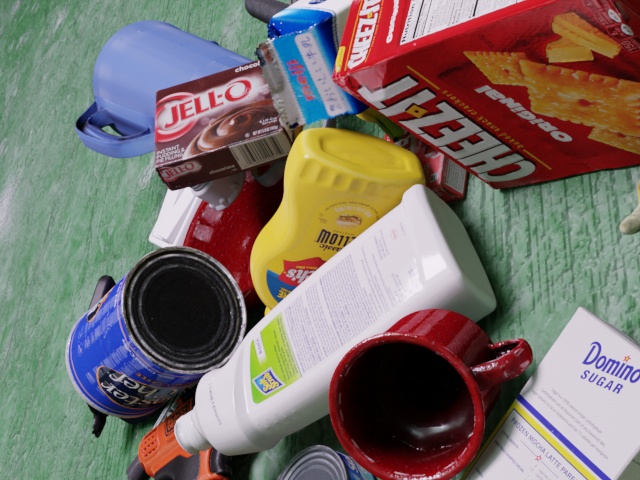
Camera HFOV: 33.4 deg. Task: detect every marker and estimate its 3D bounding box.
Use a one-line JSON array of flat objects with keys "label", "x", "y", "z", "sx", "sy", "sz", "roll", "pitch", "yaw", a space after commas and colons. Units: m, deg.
[{"label": "marker", "x": -0.140, "y": 0.168, "z": 0.962, "sx": 0.121, "sy": 0.020, "sz": 0.020, "roll": -58, "pitch": 33, "yaw": 7}]

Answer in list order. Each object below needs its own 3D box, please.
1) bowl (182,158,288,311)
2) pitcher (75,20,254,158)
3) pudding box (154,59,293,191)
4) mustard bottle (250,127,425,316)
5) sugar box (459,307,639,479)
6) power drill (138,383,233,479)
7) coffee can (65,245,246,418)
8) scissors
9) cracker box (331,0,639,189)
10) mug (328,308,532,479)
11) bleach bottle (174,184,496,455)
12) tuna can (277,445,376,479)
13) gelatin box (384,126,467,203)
[{"label": "bowl", "x": -0.056, "y": 0.001, "z": 0.930, "sx": 0.162, "sy": 0.055, "sz": 0.162, "roll": -34, "pitch": 43, "yaw": 37}, {"label": "pitcher", "x": -0.135, "y": -0.135, "z": 1.068, "sx": 0.243, "sy": 0.144, "sz": 0.149, "roll": 29, "pitch": 101, "yaw": 55}, {"label": "pudding box", "x": -0.080, "y": -0.097, "z": 0.878, "sx": 0.113, "sy": 0.039, "sz": 0.090, "roll": -14, "pitch": 52, "yaw": 10}, {"label": "mustard bottle", "x": 0.000, "y": 0.008, "z": 0.799, "sx": 0.058, "sy": 0.096, "sz": 0.192, "roll": -100, "pitch": 27, "yaw": -47}, {"label": "sugar box", "x": 0.130, "y": 0.134, "z": 0.587, "sx": 0.176, "sy": 0.048, "sz": 0.093, "roll": -54, "pitch": 32, "yaw": 7}, {"label": "power drill", "x": -0.074, "y": 0.189, "z": 0.824, "sx": 0.185, "sy": 0.057, "sz": 0.187, "roll": -41, "pitch": 37, "yaw": 31}, {"label": "coffee can", "x": -0.135, "y": 0.077, "z": 0.858, "sx": 0.141, "sy": 0.102, "sz": 0.103, "roll": -37, "pitch": 39, "yaw": 53}, {"label": "scissors", "x": -0.014, "y": -0.139, "z": 0.911, "sx": 0.096, "sy": 0.016, "sz": 0.201, "roll": -8, "pitch": 59, "yaw": 42}, {"label": "cracker box", "x": 0.137, "y": -0.104, "z": 0.637, "sx": 0.214, "sy": 0.164, "sz": 0.072, "roll": -10, "pitch": 57, "yaw": 51}, {"label": "mug", "x": 0.072, "y": 0.084, "z": 0.637, "sx": 0.117, "sy": 0.093, "sz": 0.081, "roll": -27, "pitch": 1, "yaw": 25}, {"label": "bleach bottle", "x": -0.003, "y": 0.071, "z": 0.752, "sx": 0.251, "sy": 0.068, "sz": 0.102, "roll": -35, "pitch": 45, "yaw": 19}, {"label": "tuna can", "x": 0.002, "y": 0.188, "z": 0.737, "sx": 0.086, "sy": 0.033, "sz": 0.086, "roll": -34, "pitch": 43, "yaw": 37}, {"label": "gelatin box", "x": 0.079, "y": -0.066, "z": 0.813, "sx": 0.073, "sy": 0.030, "sz": 0.089, "roll": -17, "pitch": 54, "yaw": 49}]
